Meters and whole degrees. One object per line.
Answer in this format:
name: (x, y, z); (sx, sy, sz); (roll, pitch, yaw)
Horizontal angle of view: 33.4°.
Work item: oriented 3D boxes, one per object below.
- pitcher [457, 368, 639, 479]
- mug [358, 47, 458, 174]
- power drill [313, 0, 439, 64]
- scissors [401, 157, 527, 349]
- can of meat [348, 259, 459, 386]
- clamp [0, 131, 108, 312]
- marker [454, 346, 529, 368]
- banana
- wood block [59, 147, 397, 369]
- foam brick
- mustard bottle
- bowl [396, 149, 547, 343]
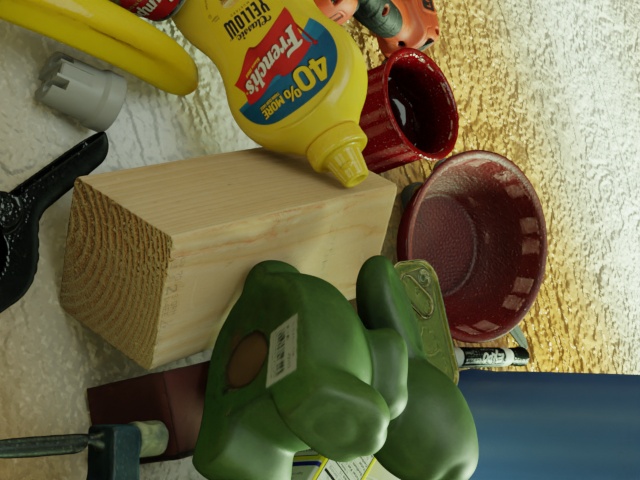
pitcher: (0.216, 0.163, 0.833); (0.145, 0.243, 0.149); (56, 51, -22)
mug: (0.061, -0.098, 0.875); (0.117, 0.082, 0.093); (6, 73, -45)
power drill: (0.025, -0.237, 0.871); (0.187, 0.057, 0.184); (18, 59, -56)
scissors: (0.144, 0.005, 0.976); (0.201, 0.016, 0.096); (43, 55, -28)
can of meat: (0.047, 0.073, 0.804); (0.057, 0.084, 0.102); (-7, 82, -47)
clamp: (-0.184, -0.019, 0.624); (0.120, 0.039, 0.171); (20, 70, -36)
marker: (0.147, 0.103, 0.947); (0.120, 0.020, 0.020); (6, 73, -45)
banana: (-0.141, -0.133, 0.681); (0.197, 0.070, 0.037); (20, 91, -42)
wood block: (-0.055, 0.001, 0.693); (0.205, 0.091, 0.090); (-15, 126, -48)
foam brick: (-0.096, 0.105, 0.648); (0.052, 0.078, 0.051); (-7, 83, -50)
mustard bottle: (-0.024, -0.117, 0.720); (0.192, 0.096, 0.058); (58, 13, 16)
bowl: (0.118, 0.005, 0.904); (0.161, 0.055, 0.162); (0, 91, -36)
